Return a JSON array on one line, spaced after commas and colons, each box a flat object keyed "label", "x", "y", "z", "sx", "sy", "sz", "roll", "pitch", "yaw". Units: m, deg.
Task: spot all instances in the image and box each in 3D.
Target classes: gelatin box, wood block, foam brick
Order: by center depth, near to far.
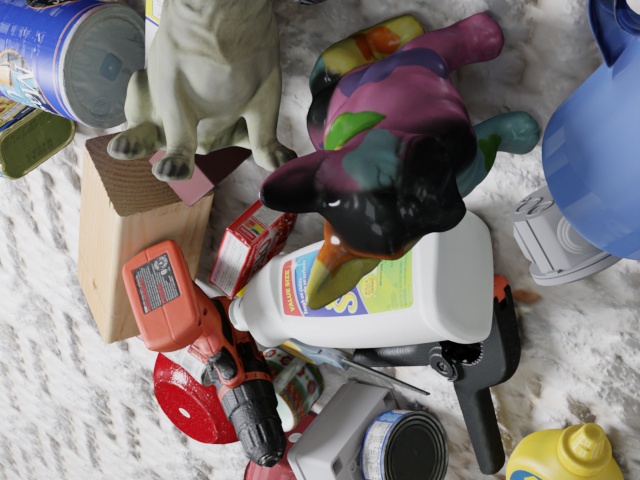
[{"label": "foam brick", "x": -0.091, "y": -0.075, "z": 0.877, "sx": 0.053, "sy": 0.078, "sz": 0.051, "roll": 50, "pitch": 143, "yaw": -7}, {"label": "gelatin box", "x": -0.056, "y": 0.001, "z": 0.920, "sx": 0.030, "sy": 0.073, "sz": 0.089, "roll": 38, "pitch": 144, "yaw": 10}, {"label": "wood block", "x": -0.168, "y": -0.003, "z": 0.991, "sx": 0.091, "sy": 0.090, "sz": 0.206, "roll": 61, "pitch": 152, "yaw": 27}]

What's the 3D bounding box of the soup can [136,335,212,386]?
[{"label": "soup can", "x": -0.139, "y": 0.096, "z": 1.103, "sx": 0.102, "sy": 0.068, "sz": 0.069, "roll": 34, "pitch": 143, "yaw": 16}]

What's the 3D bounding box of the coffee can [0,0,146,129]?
[{"label": "coffee can", "x": -0.225, "y": -0.160, "z": 0.906, "sx": 0.140, "sy": 0.102, "sz": 0.103, "roll": 20, "pitch": 137, "yaw": 32}]

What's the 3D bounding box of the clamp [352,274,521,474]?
[{"label": "clamp", "x": 0.102, "y": 0.092, "z": 0.883, "sx": 0.165, "sy": 0.036, "sz": 0.210, "roll": 34, "pitch": 143, "yaw": 22}]

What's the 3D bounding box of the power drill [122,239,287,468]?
[{"label": "power drill", "x": -0.098, "y": 0.098, "z": 0.948, "sx": 0.184, "sy": 0.057, "sz": 0.187, "roll": 63, "pitch": -176, "yaw": 37}]

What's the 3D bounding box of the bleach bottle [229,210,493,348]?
[{"label": "bleach bottle", "x": 0.018, "y": 0.046, "z": 0.844, "sx": 0.068, "sy": 0.102, "sz": 0.251, "roll": 23, "pitch": 152, "yaw": -39}]

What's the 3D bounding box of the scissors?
[{"label": "scissors", "x": 0.017, "y": 0.108, "z": 0.951, "sx": 0.202, "sy": 0.016, "sz": 0.096, "roll": 22, "pitch": 167, "yaw": 25}]

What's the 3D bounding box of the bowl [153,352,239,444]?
[{"label": "bowl", "x": -0.133, "y": 0.173, "z": 1.184, "sx": 0.162, "sy": 0.055, "sz": 0.162, "roll": 27, "pitch": 141, "yaw": 24}]

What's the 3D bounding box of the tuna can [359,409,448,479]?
[{"label": "tuna can", "x": 0.076, "y": 0.197, "z": 0.970, "sx": 0.034, "sy": 0.086, "sz": 0.086, "roll": -3, "pitch": 123, "yaw": 49}]

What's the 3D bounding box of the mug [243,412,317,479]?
[{"label": "mug", "x": -0.020, "y": 0.235, "z": 1.105, "sx": 0.117, "sy": 0.093, "sz": 0.082, "roll": 29, "pitch": 137, "yaw": 16}]

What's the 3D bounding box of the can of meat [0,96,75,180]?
[{"label": "can of meat", "x": -0.303, "y": -0.106, "z": 1.041, "sx": 0.084, "sy": 0.102, "sz": 0.057, "roll": 15, "pitch": 134, "yaw": 33}]

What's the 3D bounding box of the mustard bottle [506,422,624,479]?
[{"label": "mustard bottle", "x": 0.198, "y": 0.208, "z": 0.882, "sx": 0.096, "sy": 0.058, "sz": 0.192, "roll": 31, "pitch": 142, "yaw": 18}]
